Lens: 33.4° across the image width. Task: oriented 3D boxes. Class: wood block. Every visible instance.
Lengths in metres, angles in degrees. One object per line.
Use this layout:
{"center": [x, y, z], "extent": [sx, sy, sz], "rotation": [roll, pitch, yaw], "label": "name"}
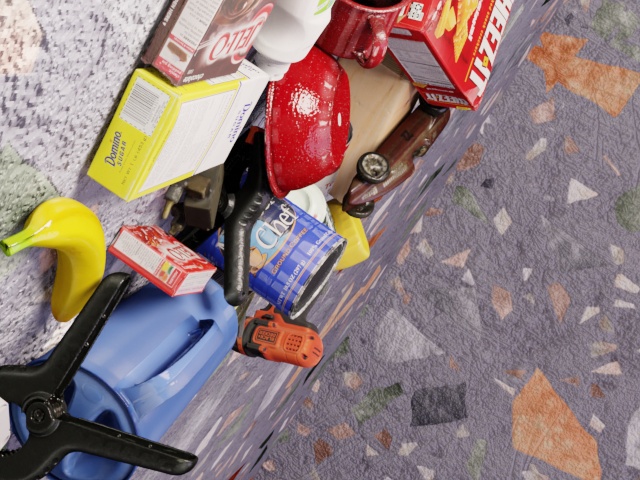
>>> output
{"center": [0.053, -0.155, 1.286], "extent": [0.090, 0.090, 0.206], "rotation": [-44, 166, -45], "label": "wood block"}

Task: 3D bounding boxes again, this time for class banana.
{"center": [-0.193, 0.011, 0.807], "extent": [0.069, 0.037, 0.198], "rotation": [-34, 164, -12], "label": "banana"}

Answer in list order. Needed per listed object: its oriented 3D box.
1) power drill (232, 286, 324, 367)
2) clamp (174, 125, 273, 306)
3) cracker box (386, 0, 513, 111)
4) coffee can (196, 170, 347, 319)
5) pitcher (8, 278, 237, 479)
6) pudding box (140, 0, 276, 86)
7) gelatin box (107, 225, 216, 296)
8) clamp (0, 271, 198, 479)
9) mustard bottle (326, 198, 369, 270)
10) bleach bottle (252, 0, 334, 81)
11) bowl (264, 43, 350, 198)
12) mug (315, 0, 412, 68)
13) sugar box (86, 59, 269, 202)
{"center": [-0.055, 0.069, 1.413], "extent": [0.057, 0.185, 0.187], "rotation": [40, 65, -53], "label": "power drill"}
{"center": [-0.094, -0.031, 1.042], "extent": [0.039, 0.120, 0.171], "rotation": [20, 88, -54], "label": "clamp"}
{"center": [0.137, -0.253, 1.128], "extent": [0.213, 0.072, 0.164], "rotation": [35, 73, -62], "label": "cracker box"}
{"center": [-0.057, 0.001, 1.117], "extent": [0.102, 0.140, 0.103], "rotation": [-53, 170, -14], "label": "coffee can"}
{"center": [-0.165, 0.116, 1.004], "extent": [0.242, 0.149, 0.145], "rotation": [-46, 153, -59], "label": "pitcher"}
{"center": [-0.074, -0.163, 0.775], "extent": [0.090, 0.039, 0.113], "rotation": [-58, 170, 22], "label": "pudding box"}
{"center": [-0.140, 0.017, 0.962], "extent": [0.030, 0.073, 0.089], "rotation": [-56, 171, 7], "label": "gelatin box"}
{"center": [-0.206, 0.142, 0.836], "extent": [0.210, 0.164, 0.036], "rotation": [-28, 173, 6], "label": "clamp"}
{"center": [-0.038, 0.018, 1.349], "extent": [0.192, 0.096, 0.058], "rotation": [-24, 138, 10], "label": "mustard bottle"}
{"center": [-0.005, -0.224, 0.840], "extent": [0.102, 0.068, 0.251], "rotation": [-45, 169, -46], "label": "bleach bottle"}
{"center": [-0.007, -0.117, 1.009], "extent": [0.162, 0.055, 0.162], "rotation": [6, 90, -78], "label": "bowl"}
{"center": [0.036, -0.208, 0.964], "extent": [0.093, 0.117, 0.082], "rotation": [-8, 156, -20], "label": "mug"}
{"center": [-0.107, -0.094, 0.837], "extent": [0.093, 0.048, 0.176], "rotation": [-59, 174, 21], "label": "sugar box"}
